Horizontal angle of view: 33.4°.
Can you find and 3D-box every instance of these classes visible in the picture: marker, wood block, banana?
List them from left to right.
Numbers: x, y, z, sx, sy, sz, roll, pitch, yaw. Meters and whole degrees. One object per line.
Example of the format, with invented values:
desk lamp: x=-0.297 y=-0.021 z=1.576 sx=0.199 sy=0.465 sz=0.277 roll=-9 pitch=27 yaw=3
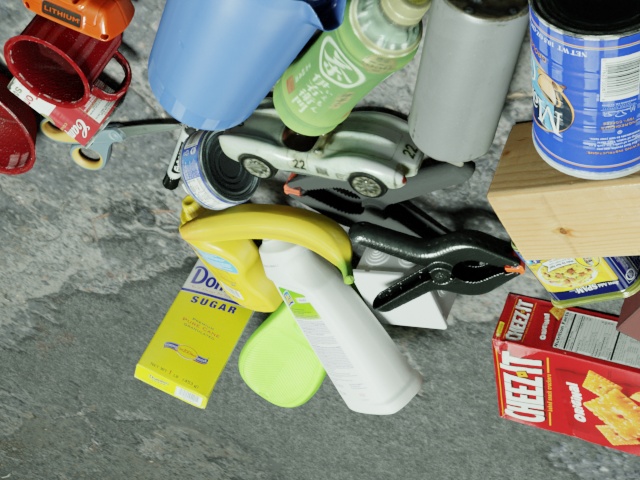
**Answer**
marker: x=-0.154 y=-0.090 z=1.170 sx=0.020 sy=0.020 sz=0.121 roll=29 pitch=148 yaw=-4
banana: x=-0.047 y=-0.009 z=1.103 sx=0.198 sy=0.069 sz=0.037 roll=13 pitch=132 yaw=19
wood block: x=0.256 y=-0.047 z=0.877 sx=0.207 sy=0.090 sz=0.090 roll=-4 pitch=137 yaw=38

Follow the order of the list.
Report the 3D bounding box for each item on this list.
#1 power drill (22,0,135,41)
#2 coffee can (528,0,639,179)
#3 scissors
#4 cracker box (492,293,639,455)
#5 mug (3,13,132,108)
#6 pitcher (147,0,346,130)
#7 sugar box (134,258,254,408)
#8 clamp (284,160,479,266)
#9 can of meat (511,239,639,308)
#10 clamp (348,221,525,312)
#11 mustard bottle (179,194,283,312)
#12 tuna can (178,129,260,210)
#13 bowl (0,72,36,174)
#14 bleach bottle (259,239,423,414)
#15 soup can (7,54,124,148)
power drill: x=-0.206 y=-0.266 z=0.928 sx=0.184 sy=0.057 sz=0.188 roll=26 pitch=145 yaw=13
coffee can: x=0.206 y=-0.129 z=0.786 sx=0.103 sy=0.102 sz=0.140 roll=12 pitch=144 yaw=22
scissors: x=-0.227 y=-0.108 z=1.200 sx=0.202 sy=0.016 sz=0.096 roll=10 pitch=145 yaw=25
cracker box: x=0.297 y=0.152 z=1.139 sx=0.214 sy=0.072 sz=0.164 roll=12 pitch=144 yaw=23
mug: x=-0.237 y=-0.183 z=1.042 sx=0.117 sy=0.081 sz=0.093 roll=33 pitch=148 yaw=-10
pitcher: x=-0.071 y=-0.199 z=0.879 sx=0.145 sy=0.149 sz=0.243 roll=18 pitch=153 yaw=-14
sugar box: x=-0.142 y=0.106 z=1.287 sx=0.093 sy=0.176 sz=0.048 roll=26 pitch=149 yaw=0
clamp: x=0.064 y=-0.046 z=1.062 sx=0.210 sy=0.036 sz=0.164 roll=17 pitch=147 yaw=14
can of meat: x=0.241 y=0.011 z=0.998 sx=0.102 sy=0.057 sz=0.084 roll=-15 pitch=126 yaw=45
clamp: x=0.112 y=0.017 z=1.049 sx=0.172 sy=0.039 sz=0.120 roll=-12 pitch=137 yaw=22
mustard bottle: x=-0.108 y=0.008 z=1.206 sx=0.096 sy=0.058 sz=0.191 roll=29 pitch=163 yaw=34
tuna can: x=-0.101 y=-0.076 z=1.092 sx=0.034 sy=0.086 sz=0.086 roll=-13 pitch=130 yaw=43
bowl: x=-0.383 y=-0.149 z=1.217 sx=0.162 sy=0.055 sz=0.162 roll=19 pitch=146 yaw=13
bleach bottle: x=0.010 y=0.076 z=1.178 sx=0.103 sy=0.068 sz=0.251 roll=-8 pitch=119 yaw=55
soup can: x=-0.265 y=-0.154 z=1.117 sx=0.102 sy=0.068 sz=0.069 roll=38 pitch=146 yaw=-16
